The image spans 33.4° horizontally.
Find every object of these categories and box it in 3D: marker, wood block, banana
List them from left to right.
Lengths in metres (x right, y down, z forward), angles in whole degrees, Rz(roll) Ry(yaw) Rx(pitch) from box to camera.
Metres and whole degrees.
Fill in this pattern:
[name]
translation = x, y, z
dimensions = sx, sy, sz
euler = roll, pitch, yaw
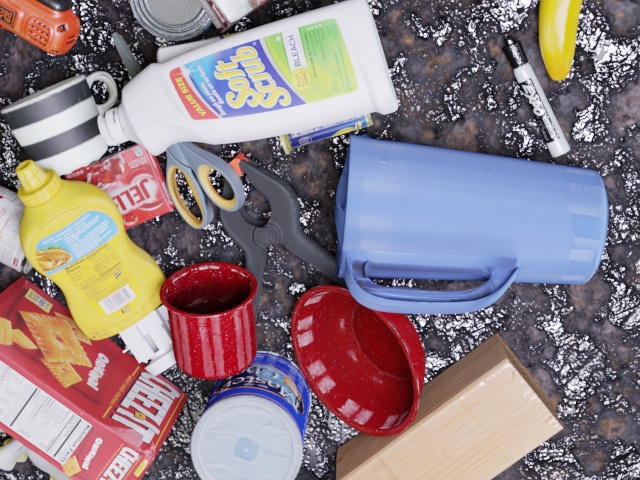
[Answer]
[wood block]
translation = 0.123, 0.196, 1.052
dimensions = 0.206, 0.090, 0.091
euler = -38, 98, 10
[marker]
translation = 0.204, -0.137, 1.013
dimensions = 0.020, 0.020, 0.121
euler = -26, 98, 8
[banana]
translation = 0.245, -0.247, 0.979
dimensions = 0.069, 0.037, 0.198
euler = 29, 102, -2

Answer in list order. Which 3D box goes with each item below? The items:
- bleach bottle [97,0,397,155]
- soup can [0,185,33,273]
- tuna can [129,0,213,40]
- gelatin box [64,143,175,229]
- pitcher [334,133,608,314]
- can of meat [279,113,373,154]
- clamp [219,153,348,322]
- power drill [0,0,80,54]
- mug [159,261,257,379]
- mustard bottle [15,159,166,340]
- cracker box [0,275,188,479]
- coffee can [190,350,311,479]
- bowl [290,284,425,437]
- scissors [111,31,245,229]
[bleach bottle]
translation = -0.067, -0.123, 0.912
dimensions = 0.251, 0.068, 0.102
euler = -17, 85, 9
[soup can]
translation = -0.319, -0.019, 1.045
dimensions = 0.102, 0.068, 0.068
euler = 27, 102, -3
[tuna can]
translation = -0.135, -0.232, 1.007
dimensions = 0.086, 0.033, 0.086
euler = 1, 102, 3
[gelatin box]
translation = -0.196, -0.049, 1.050
dimensions = 0.089, 0.030, 0.073
euler = -20, 101, 8
[pitcher]
translation = 0.133, -0.013, 0.984
dimensions = 0.243, 0.145, 0.149
euler = 5, 99, -1
[can of meat]
translation = 0.001, -0.122, 0.988
dimensions = 0.084, 0.102, 0.057
euler = -16, 100, 4
[clamp]
translation = -0.057, 0.001, 1.049
dimensions = 0.120, 0.039, 0.171
euler = -31, 99, 6
[power drill]
translation = -0.284, -0.284, 0.967
dimensions = 0.184, 0.057, 0.188
euler = 30, 126, 2
[mug]
translation = -0.109, 0.074, 1.032
dimensions = 0.093, 0.117, 0.081
euler = -17, 124, -22
[mustard bottle]
translation = -0.228, 0.002, 1.009
dimensions = 0.096, 0.058, 0.191
euler = -31, 125, -3
[cracker box]
translation = -0.243, 0.138, 1.024
dimensions = 0.213, 0.164, 0.072
euler = 36, 103, -4
[coffee can]
translation = -0.064, 0.176, 1.032
dimensions = 0.103, 0.140, 0.103
euler = 1, 102, 3
[bowl]
translation = 0.047, 0.106, 1.031
dimensions = 0.162, 0.055, 0.162
euler = 26, 131, 35
[scissors]
translation = -0.128, -0.100, 0.993
dimensions = 0.096, 0.016, 0.202
euler = 3, 121, 33
